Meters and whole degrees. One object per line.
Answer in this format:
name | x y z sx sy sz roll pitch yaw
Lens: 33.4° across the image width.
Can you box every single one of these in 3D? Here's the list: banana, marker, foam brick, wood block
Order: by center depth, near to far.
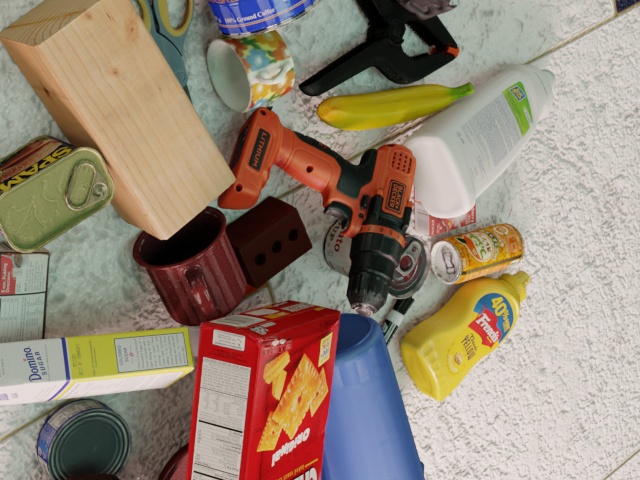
wood block | -0.173 -0.112 0.924 0.090 0.091 0.206 -42 125 -19
foam brick | -0.057 0.001 1.072 0.078 0.051 0.053 -37 123 -23
banana | 0.065 -0.142 1.112 0.197 0.070 0.037 -15 77 -32
marker | 0.073 0.110 1.225 0.020 0.020 0.121 37 81 -38

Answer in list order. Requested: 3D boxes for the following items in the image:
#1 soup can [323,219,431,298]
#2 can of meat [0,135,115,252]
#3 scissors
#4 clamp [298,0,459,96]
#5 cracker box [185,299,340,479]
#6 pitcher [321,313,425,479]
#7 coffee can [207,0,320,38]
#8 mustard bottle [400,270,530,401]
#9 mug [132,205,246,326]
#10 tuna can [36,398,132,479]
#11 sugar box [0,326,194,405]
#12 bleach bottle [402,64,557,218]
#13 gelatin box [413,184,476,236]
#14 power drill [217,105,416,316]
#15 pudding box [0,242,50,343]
soup can | 0.059 0.015 1.131 0.068 0.102 0.068 -12 111 -34
can of meat | -0.238 -0.043 0.900 0.102 0.084 0.057 -36 122 -23
scissors | -0.150 -0.156 0.977 0.096 0.016 0.202 -11 110 -33
clamp | 0.062 -0.206 1.103 0.209 0.036 0.164 16 85 -41
cracker box | -0.052 0.174 1.010 0.164 0.072 0.214 -9 107 -63
pitcher | 0.030 0.211 1.155 0.145 0.149 0.243 -11 112 7
coffee can | -0.068 -0.266 0.948 0.102 0.103 0.140 -36 123 -23
mustard bottle | 0.183 0.099 1.280 0.191 0.058 0.096 -39 125 -22
mug | -0.116 0.032 1.000 0.093 0.117 0.081 -25 125 -6
tuna can | -0.225 0.195 1.016 0.085 0.034 0.086 -12 111 -34
sugar box | -0.211 0.112 0.946 0.176 0.093 0.048 0 71 -27
bleach bottle | 0.195 -0.125 1.194 0.250 0.068 0.102 -37 110 -39
gelatin box | 0.143 -0.056 1.219 0.073 0.030 0.089 -16 113 -33
power drill | -0.001 -0.035 1.032 0.187 0.057 0.184 22 61 -17
pudding box | -0.293 0.049 0.918 0.113 0.039 0.090 -1 105 -35
